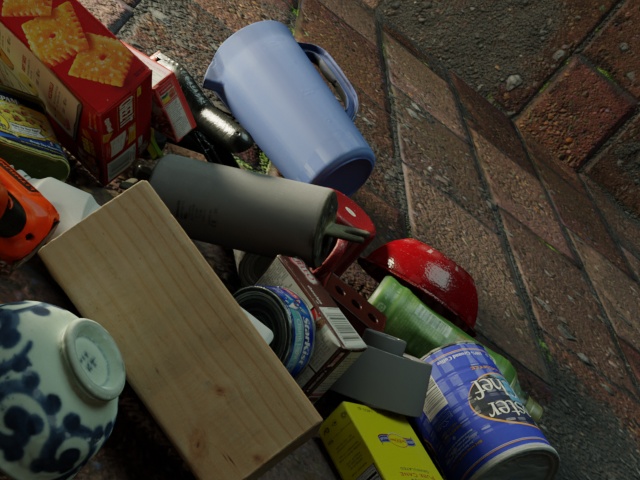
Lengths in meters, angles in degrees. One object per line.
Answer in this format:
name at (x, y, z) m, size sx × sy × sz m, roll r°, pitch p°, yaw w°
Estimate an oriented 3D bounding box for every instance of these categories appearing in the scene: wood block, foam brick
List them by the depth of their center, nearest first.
wood block at (-0.096, 0.073, 0.745) m, size 0.206 × 0.090 × 0.091 m, roll 52°, pitch -11°, yaw 11°
foam brick at (0.021, 0.082, 1.081) m, size 0.078 × 0.051 × 0.053 m, roll 39°, pitch 20°, yaw -5°

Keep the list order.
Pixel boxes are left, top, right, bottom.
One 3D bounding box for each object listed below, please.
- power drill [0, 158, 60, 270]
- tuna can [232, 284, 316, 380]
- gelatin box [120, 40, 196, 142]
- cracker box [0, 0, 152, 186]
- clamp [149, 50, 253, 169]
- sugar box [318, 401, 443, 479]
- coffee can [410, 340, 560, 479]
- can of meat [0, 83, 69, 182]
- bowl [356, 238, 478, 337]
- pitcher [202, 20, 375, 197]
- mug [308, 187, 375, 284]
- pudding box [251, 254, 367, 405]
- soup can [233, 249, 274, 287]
power drill at (-0.265, -0.056, 0.732) m, size 0.184 × 0.057 × 0.187 m, roll 43°, pitch -5°, yaw 12°
tuna can at (-0.048, 0.081, 0.904) m, size 0.033 × 0.086 × 0.086 m, roll 10°, pitch 36°, yaw -53°
gelatin box at (-0.165, -0.141, 1.009) m, size 0.089 × 0.030 × 0.073 m, roll 32°, pitch -24°, yaw 32°
cracker box at (-0.247, -0.169, 0.968) m, size 0.214 × 0.072 × 0.164 m, roll 44°, pitch -20°, yaw 7°
clamp at (-0.120, -0.115, 1.065) m, size 0.039 × 0.120 × 0.172 m, roll -30°, pitch 63°, yaw -22°
sugar box at (0.073, 0.219, 0.893) m, size 0.093 × 0.048 × 0.176 m, roll 19°, pitch 28°, yaw -47°
coffee can at (0.151, 0.182, 1.031) m, size 0.102 × 0.103 × 0.140 m, roll 23°, pitch 26°, yaw -41°
can of meat at (-0.267, -0.084, 0.893) m, size 0.101 × 0.057 × 0.084 m, roll 18°, pitch 32°, yaw -49°
bowl at (0.123, 0.045, 1.222) m, size 0.162 × 0.055 × 0.162 m, roll 33°, pitch -7°, yaw 4°
pitcher at (-0.027, -0.165, 1.398) m, size 0.243 × 0.149 × 0.144 m, roll 54°, pitch 12°, yaw 24°
mug at (0.008, 0.000, 1.185) m, size 0.093 × 0.082 × 0.117 m, roll 36°, pitch 20°, yaw -15°
pudding box at (-0.026, 0.082, 0.936) m, size 0.039 × 0.090 × 0.114 m, roll 11°, pitch 36°, yaw -52°
soup can at (-0.057, 0.001, 1.083) m, size 0.068 × 0.069 × 0.102 m, roll 30°, pitch 23°, yaw -28°
